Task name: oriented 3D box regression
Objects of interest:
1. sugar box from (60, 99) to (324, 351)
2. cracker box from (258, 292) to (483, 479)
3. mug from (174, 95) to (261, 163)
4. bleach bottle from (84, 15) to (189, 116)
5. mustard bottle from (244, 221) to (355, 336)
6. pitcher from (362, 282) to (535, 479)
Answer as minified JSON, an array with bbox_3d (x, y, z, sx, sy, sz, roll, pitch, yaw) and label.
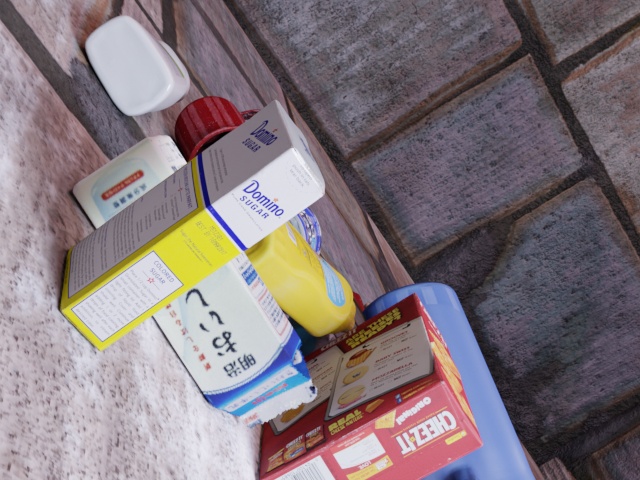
[{"bbox_3d":[-0.083,-0.011,0.683,0.048,0.176,0.093,54,8,-26],"label":"sugar box"},{"bbox_3d":[0.037,0.142,0.900,0.072,0.164,0.213,58,7,-13],"label":"cracker box"},{"bbox_3d":[-0.109,-0.118,1.231,0.081,0.117,0.093,58,-7,44],"label":"mug"},{"bbox_3d":[-0.186,-0.184,1.191,0.102,0.068,0.251,58,5,-1],"label":"bleach bottle"},{"bbox_3d":[-0.020,0.033,0.956,0.191,0.058,0.096,46,13,-46],"label":"mustard bottle"},{"bbox_3d":[0.123,0.174,1.088,0.144,0.149,0.243,3,58,-34],"label":"pitcher"}]
